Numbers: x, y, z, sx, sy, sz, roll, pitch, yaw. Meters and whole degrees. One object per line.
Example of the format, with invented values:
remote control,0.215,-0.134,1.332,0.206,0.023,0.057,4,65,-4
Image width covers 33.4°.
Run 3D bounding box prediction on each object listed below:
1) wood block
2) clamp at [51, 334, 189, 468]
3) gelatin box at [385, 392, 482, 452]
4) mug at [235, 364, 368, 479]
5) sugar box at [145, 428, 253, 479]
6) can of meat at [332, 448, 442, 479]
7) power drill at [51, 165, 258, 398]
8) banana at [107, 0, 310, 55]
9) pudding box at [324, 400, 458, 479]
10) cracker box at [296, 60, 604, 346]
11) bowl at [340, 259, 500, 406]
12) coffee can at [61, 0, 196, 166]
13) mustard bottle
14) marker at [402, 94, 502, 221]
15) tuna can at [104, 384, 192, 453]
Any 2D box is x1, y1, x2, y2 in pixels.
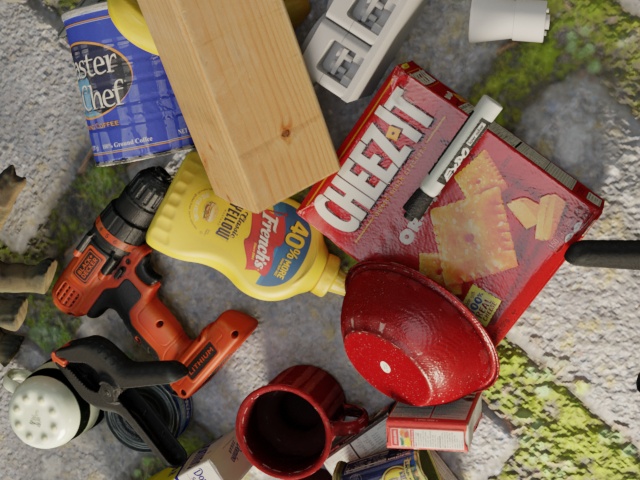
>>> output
wood block,-0.070,-0.139,0.882,0.090,0.090,0.206,-29,115,-20
clamp,-0.189,0.149,1.032,0.172,0.039,0.120,17,116,35
gelatin box,0.104,0.160,0.965,0.073,0.089,0.030,0,103,17
mug,-0.012,0.166,1.006,0.117,0.081,0.093,-3,101,18
sugar box,-0.150,0.252,1.061,0.176,0.093,0.048,-35,90,20
can of meat,0.070,0.240,0.970,0.084,0.057,0.102,-20,98,15
power drill,-0.153,0.045,1.038,0.188,0.057,0.185,43,114,7
banana,-0.100,-0.188,0.924,0.037,0.197,0.070,52,132,48
pudding box,0.069,0.224,1.018,0.090,0.039,0.113,-38,91,19
cracker box,0.111,-0.029,0.932,0.214,0.072,0.164,37,109,7
bowl,0.073,0.094,0.930,0.162,0.055,0.162,30,149,20
coffee can,-0.171,-0.146,0.976,0.103,0.102,0.140,-8,99,18
mustard bottle,-0.056,0.001,0.981,0.191,0.058,0.096,27,77,-8
marker,0.106,-0.066,0.878,0.020,0.020,0.121,37,107,6
tuna can,-0.175,0.171,1.082,0.086,0.033,0.086,4,103,16
